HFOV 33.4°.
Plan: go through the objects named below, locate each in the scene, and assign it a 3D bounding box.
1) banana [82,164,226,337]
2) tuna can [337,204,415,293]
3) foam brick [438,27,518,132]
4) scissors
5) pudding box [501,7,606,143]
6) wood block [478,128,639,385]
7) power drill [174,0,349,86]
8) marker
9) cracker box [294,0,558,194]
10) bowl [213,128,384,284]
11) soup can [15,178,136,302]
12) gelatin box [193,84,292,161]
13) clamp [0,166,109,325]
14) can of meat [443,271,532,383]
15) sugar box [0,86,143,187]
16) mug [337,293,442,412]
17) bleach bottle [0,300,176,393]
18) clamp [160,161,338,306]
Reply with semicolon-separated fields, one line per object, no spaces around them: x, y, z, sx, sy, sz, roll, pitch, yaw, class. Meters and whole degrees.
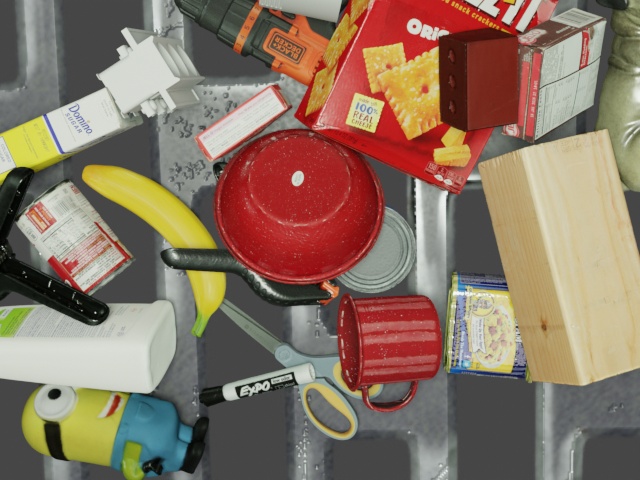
-0.148;-0.005;1.030;0.069;0.037;0.198;-35;91;-17;banana
0.048;0.006;1.030;0.086;0.033;0.086;0;98;2;tuna can
0.135;-0.138;0.912;0.051;0.053;0.078;-9;110;-16;foam brick
-0.015;0.107;1.056;0.096;0.016;0.202;-35;95;7;scissors
0.208;-0.148;0.951;0.039;0.113;0.090;26;129;35;pudding box
0.220;0.016;0.948;0.090;0.091;0.206;-14;90;-19;wood block
-0.021;-0.250;0.987;0.184;0.057;0.188;28;101;-5;power drill
-0.064;0.143;1.052;0.121;0.020;0.020;-16;97;16;marker
0.098;-0.168;0.959;0.164;0.072;0.214;23;100;-23;cracker box
-0.019;-0.044;0.979;0.162;0.055;0.162;0;67;-1;bowl
-0.236;0.000;1.025;0.068;0.068;0.102;-39;94;7;soup can
-0.071;-0.110;0.999;0.089;0.073;0.030;-35;95;7;gelatin box
-0.300;0.024;1.006;0.210;0.036;0.164;-14;114;36;clamp
0.164;0.081;1.024;0.084;0.057;0.102;4;98;4;can of meat
-0.260;-0.091;1.001;0.176;0.093;0.048;-20;97;6;sugar box
0.066;0.106;1.012;0.081;0.093;0.117;-3;97;-12;mug
-0.274;0.096;1.035;0.251;0.102;0.068;3;113;9;bleach bottle
-0.057;0.001;1.023;0.171;0.039;0.120;25;71;-14;clamp
